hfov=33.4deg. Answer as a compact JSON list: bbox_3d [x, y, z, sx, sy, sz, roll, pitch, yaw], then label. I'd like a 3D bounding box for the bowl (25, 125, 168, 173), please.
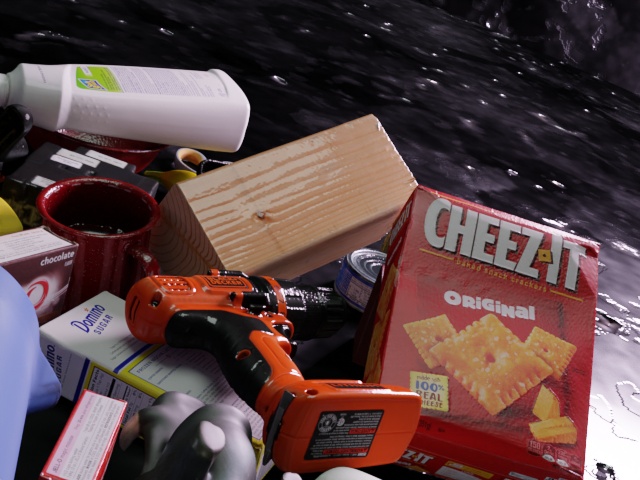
[{"bbox_3d":[-0.233,-0.102,1.078,0.162,0.055,0.162,17,23,-8],"label":"bowl"}]

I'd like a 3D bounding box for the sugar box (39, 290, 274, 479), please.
[{"bbox_3d":[-0.104,0.101,0.738,0.176,0.048,0.093,23,21,14],"label":"sugar box"}]

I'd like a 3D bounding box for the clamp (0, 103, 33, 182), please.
[{"bbox_3d":[-0.280,-0.074,0.899,0.120,0.039,0.171,-22,4,2],"label":"clamp"}]

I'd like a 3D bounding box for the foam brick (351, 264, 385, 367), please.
[{"bbox_3d":[0.063,0.069,0.909,0.053,0.078,0.051,20,24,-3],"label":"foam brick"}]

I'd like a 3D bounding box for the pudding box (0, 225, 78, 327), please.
[{"bbox_3d":[-0.219,0.044,0.709,0.039,0.090,0.113,28,23,19],"label":"pudding box"}]

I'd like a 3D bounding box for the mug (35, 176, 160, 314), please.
[{"bbox_3d":[-0.166,0.013,0.822,0.117,0.081,0.093,29,33,27],"label":"mug"}]

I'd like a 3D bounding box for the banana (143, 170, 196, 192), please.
[{"bbox_3d":[-0.129,-0.026,1.022,0.069,0.037,0.198,-16,26,-4],"label":"banana"}]

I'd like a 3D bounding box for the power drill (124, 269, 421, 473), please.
[{"bbox_3d":[-0.018,0.081,0.723,0.184,0.057,0.188,2,22,-38],"label":"power drill"}]

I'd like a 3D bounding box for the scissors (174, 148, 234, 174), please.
[{"bbox_3d":[-0.092,-0.047,1.123,0.096,0.016,0.202,4,28,-35],"label":"scissors"}]

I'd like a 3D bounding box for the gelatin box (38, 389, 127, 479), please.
[{"bbox_3d":[-0.137,0.137,0.589,0.030,0.073,0.089,18,22,-5],"label":"gelatin box"}]

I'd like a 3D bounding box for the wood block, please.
[{"bbox_3d":[-0.028,-0.022,0.884,0.205,0.090,0.091,-23,77,-35],"label":"wood block"}]

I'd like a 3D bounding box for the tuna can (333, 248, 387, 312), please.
[{"bbox_3d":[0.058,0.042,1.025,0.086,0.034,0.086,17,22,-8],"label":"tuna can"}]

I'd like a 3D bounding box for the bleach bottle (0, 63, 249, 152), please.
[{"bbox_3d":[-0.200,-0.136,1.028,0.250,0.068,0.103,3,28,-31],"label":"bleach bottle"}]

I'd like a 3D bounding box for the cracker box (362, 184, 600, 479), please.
[{"bbox_3d":[0.124,0.078,0.822,0.164,0.072,0.213,18,57,-6],"label":"cracker box"}]
